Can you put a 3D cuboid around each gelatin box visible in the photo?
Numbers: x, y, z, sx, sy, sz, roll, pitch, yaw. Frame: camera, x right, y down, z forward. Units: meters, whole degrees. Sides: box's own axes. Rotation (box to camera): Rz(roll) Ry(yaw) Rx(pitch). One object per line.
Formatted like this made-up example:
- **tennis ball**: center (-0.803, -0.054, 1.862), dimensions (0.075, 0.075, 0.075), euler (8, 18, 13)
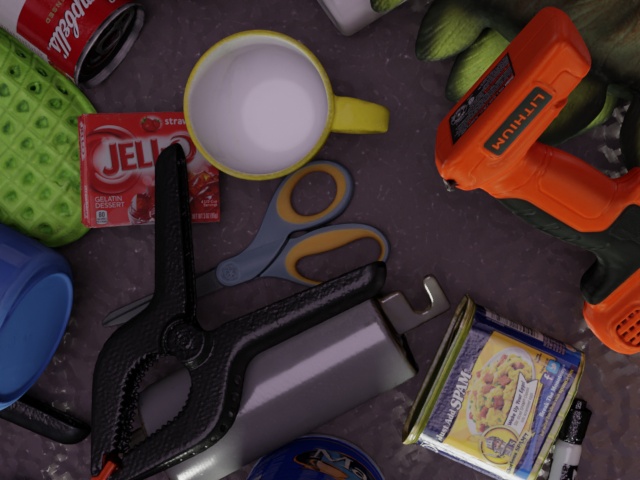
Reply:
- **gelatin box**: center (-0.111, -0.046, 0.694), dimensions (0.089, 0.030, 0.073), euler (-3, 92, -22)

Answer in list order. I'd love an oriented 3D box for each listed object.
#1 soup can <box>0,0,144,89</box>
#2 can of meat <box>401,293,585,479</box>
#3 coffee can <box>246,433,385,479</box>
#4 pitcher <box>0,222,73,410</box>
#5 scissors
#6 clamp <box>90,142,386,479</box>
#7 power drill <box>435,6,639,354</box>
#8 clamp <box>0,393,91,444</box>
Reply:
- **soup can**: center (-0.175, -0.156, 0.696), dimensions (0.102, 0.068, 0.068), euler (37, 96, 4)
- **can of meat**: center (0.111, 0.098, 0.682), dimensions (0.084, 0.057, 0.102), euler (24, 95, 2)
- **coffee can**: center (-0.009, 0.184, 0.656), dimensions (0.103, 0.140, 0.103), euler (0, 93, 6)
- **pitcher**: center (-0.287, 0.023, 0.671), dimensions (0.243, 0.144, 0.149), euler (23, 139, 11)
- **scissors**: center (-0.055, 0.001, 0.716), dimensions (0.202, 0.016, 0.096), euler (-6, 90, 7)
- **clamp**: center (-0.083, 0.053, 0.650), dimensions (0.165, 0.036, 0.210), euler (37, 88, 17)
- **power drill**: center (0.172, -0.041, 0.581), dimensions (0.187, 0.057, 0.185), euler (35, 114, -15)
- **clamp**: center (-0.236, 0.096, 0.727), dimensions (0.171, 0.039, 0.120), euler (-18, 78, 7)
